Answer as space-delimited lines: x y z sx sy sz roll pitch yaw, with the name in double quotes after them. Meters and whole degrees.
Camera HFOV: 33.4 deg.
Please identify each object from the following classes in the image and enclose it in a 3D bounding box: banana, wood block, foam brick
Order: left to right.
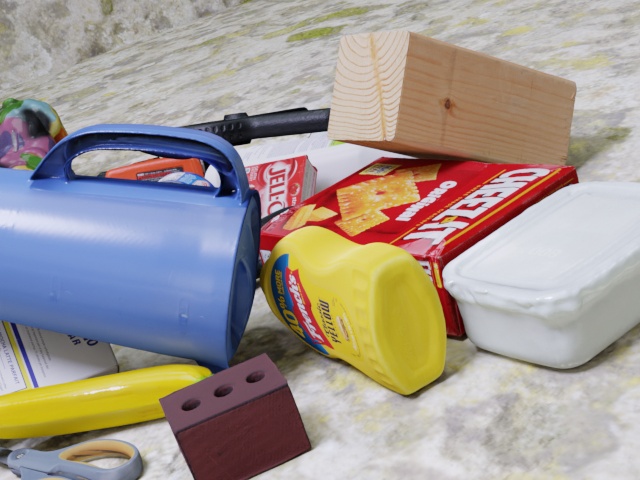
-0.157 0.113 0.762 0.198 0.037 0.069 -12 -21 10 "banana"
-0.054 0.116 0.675 0.078 0.051 0.053 -23 21 -12 "foam brick"
0.118 -0.114 0.929 0.205 0.091 0.090 8 0 -38 "wood block"

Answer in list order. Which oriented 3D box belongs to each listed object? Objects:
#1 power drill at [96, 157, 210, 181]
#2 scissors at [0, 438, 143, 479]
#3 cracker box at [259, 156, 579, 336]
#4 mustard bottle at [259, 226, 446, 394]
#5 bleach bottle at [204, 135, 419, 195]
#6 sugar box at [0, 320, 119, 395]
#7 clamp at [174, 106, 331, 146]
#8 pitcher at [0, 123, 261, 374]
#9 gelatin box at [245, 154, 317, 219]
-0.185 -0.066 1.199 0.184 0.057 0.187 -11 9 3 "power drill"
-0.213 0.165 0.739 0.202 0.016 0.096 -7 23 30 "scissors"
0.076 -0.006 0.849 0.163 0.072 0.214 -32 24 -33 "cracker box"
0.009 0.039 0.754 0.058 0.096 0.192 -28 22 -23 "mustard bottle"
0.013 -0.079 1.115 0.251 0.068 0.102 -10 21 17 "bleach bottle"
-0.252 0.099 0.819 0.176 0.048 0.093 -16 56 -22 "sugar box"
-0.084 -0.124 1.185 0.209 0.036 0.165 -11 9 -18 "clamp"
-0.166 0.002 0.783 0.243 0.149 0.145 8 -21 3 "pitcher"
-0.045 -0.037 1.043 0.073 0.030 0.089 -9 55 24 "gelatin box"
